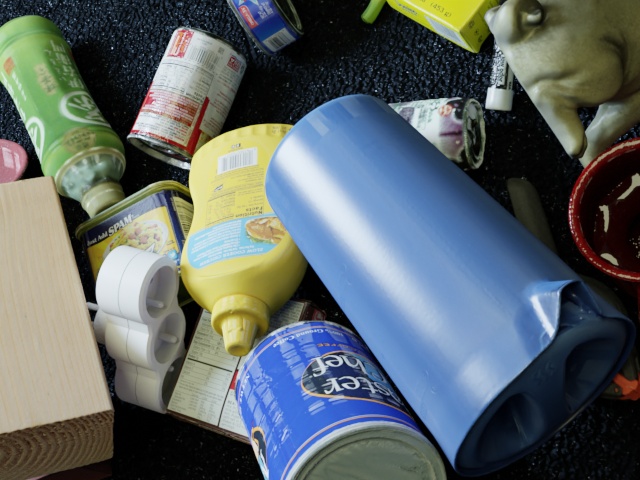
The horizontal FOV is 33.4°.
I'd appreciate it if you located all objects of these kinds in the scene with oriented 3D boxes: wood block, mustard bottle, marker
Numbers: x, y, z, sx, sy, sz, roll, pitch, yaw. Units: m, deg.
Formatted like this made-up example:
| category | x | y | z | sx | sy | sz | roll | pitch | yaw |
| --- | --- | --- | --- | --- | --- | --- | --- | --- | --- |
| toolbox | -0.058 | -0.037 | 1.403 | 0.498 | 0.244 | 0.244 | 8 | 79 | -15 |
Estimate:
| category | x | y | z | sx | sy | sz | roll | pitch | yaw |
| --- | --- | --- | --- | --- | --- | --- | --- | --- | --- |
| wood block | -0.223 | 0.065 | 0.802 | 0.090 | 0.090 | 0.206 | -11 | 59 | -19 |
| mustard bottle | -0.055 | 0.001 | 0.789 | 0.096 | 0.058 | 0.191 | -12 | 48 | 15 |
| marker | 0.136 | -0.155 | 0.776 | 0.020 | 0.020 | 0.121 | 11 | 101 | 29 |

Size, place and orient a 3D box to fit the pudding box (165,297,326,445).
| category | x | y | z | sx | sy | sz | roll | pitch | yaw |
| --- | --- | --- | --- | --- | --- | --- | --- | --- | --- |
| pudding box | -0.056 | 0.092 | 0.802 | 0.090 | 0.039 | 0.113 | 13 | 76 | 31 |

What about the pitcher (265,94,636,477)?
| category | x | y | z | sx | sy | sz | roll | pitch | yaw |
| --- | --- | --- | --- | --- | --- | --- | --- | --- | --- |
| pitcher | 0.067 | 0.025 | 0.682 | 0.149 | 0.144 | 0.243 | -46 | 57 | 11 |

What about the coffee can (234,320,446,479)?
| category | x | y | z | sx | sy | sz | roll | pitch | yaw |
| --- | --- | --- | --- | --- | --- | --- | --- | --- | --- |
| coffee can | 0.008 | 0.127 | 0.685 | 0.103 | 0.102 | 0.140 | -46 | 27 | 5 |

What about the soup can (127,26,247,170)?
| category | x | y | z | sx | sy | sz | roll | pitch | yaw |
| --- | --- | --- | --- | --- | --- | --- | --- | --- | --- |
| soup can | -0.109 | -0.117 | 0.884 | 0.069 | 0.068 | 0.102 | 16 | 80 | 30 |

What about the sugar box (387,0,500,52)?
| category | x | y | z | sx | sy | sz | roll | pitch | yaw |
| --- | --- | --- | --- | --- | --- | --- | --- | --- | --- |
| sugar box | 0.133 | -0.239 | 0.817 | 0.093 | 0.048 | 0.176 | 38 | 93 | 31 |

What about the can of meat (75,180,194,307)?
| category | x | y | z | sx | sy | sz | roll | pitch | yaw |
| --- | --- | --- | --- | --- | --- | --- | --- | --- | --- |
| can of meat | -0.139 | 0.014 | 0.860 | 0.102 | 0.057 | 0.084 | -27 | 65 | 17 |

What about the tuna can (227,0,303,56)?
| category | x | y | z | sx | sy | sz | roll | pitch | yaw |
| --- | --- | --- | --- | --- | --- | --- | --- | --- | --- |
| tuna can | -0.049 | -0.196 | 0.871 | 0.034 | 0.086 | 0.086 | -29 | 62 | 13 |
